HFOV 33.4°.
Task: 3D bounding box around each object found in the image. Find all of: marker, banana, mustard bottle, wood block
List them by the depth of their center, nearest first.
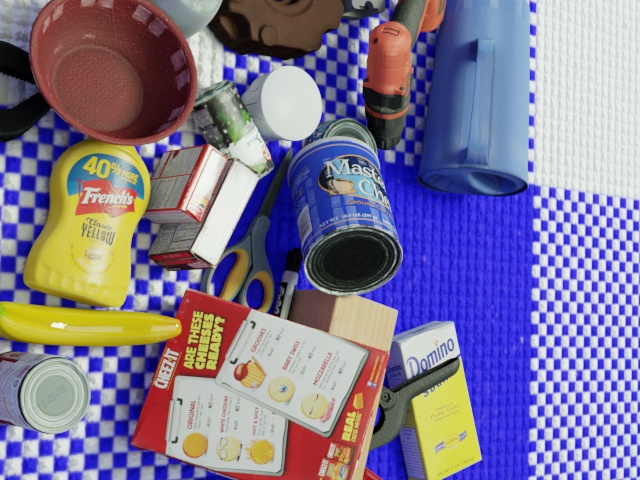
[{"bbox_3d":[-0.229,0.080,0.997,0.197,0.070,0.037,8,82,-38],"label":"banana"},{"bbox_3d":[-0.214,-0.037,1.021,0.096,0.058,0.191,19,76,-30],"label":"mustard bottle"},{"bbox_3d":[0.005,0.163,1.158,0.090,0.091,0.206,21,75,-35],"label":"wood block"},{"bbox_3d":[-0.039,0.066,1.174,0.020,0.020,0.121,22,75,-35],"label":"marker"}]

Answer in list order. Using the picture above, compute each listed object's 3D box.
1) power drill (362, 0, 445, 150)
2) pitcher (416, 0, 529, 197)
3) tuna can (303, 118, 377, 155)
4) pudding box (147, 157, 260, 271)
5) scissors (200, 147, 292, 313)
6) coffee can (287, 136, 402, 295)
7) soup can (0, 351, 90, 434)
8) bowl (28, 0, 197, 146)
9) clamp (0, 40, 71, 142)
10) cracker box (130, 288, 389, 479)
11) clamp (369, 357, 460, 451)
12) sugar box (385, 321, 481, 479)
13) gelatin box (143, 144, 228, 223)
[{"bbox_3d":[0.097,-0.219,1.231,0.184,0.057,0.187,91,16,-56],"label":"power drill"},{"bbox_3d":[0.193,-0.181,1.288,0.144,0.149,0.243,14,76,-36],"label":"pitcher"},{"bbox_3d":[0.024,-0.097,1.220,0.085,0.034,0.086,2,87,-37],"label":"tuna can"},{"bbox_3d":[-0.118,-0.025,1.074,0.039,0.090,0.113,34,68,-31],"label":"pudding box"},{"bbox_3d":[-0.058,0.001,1.165,0.096,0.016,0.201,49,61,-27],"label":"scissors"},{"bbox_3d":[0.024,-0.027,1.127,0.102,0.103,0.140,28,34,-33],"label":"coffee can"},{"bbox_3d":[-0.257,0.135,0.952,0.068,0.102,0.068,2,86,-38],"label":"soup can"},{"bbox_3d":[-0.198,-0.153,0.992,0.161,0.055,0.162,11,66,-27],"label":"bowl"},{"bbox_3d":[-0.325,-0.141,0.954,0.209,0.036,0.164,-21,99,-39],"label":"clamp"},{"bbox_3d":[-0.057,0.159,1.058,0.214,0.072,0.164,17,74,5],"label":"cracker box"},{"bbox_3d":[0.065,0.166,1.217,0.120,0.039,0.171,41,83,0],"label":"clamp"},{"bbox_3d":[0.134,0.193,1.284,0.093,0.048,0.176,-17,99,-36],"label":"sugar box"},{"bbox_3d":[-0.138,-0.054,1.060,0.030,0.089,0.073,34,69,-33],"label":"gelatin box"}]
